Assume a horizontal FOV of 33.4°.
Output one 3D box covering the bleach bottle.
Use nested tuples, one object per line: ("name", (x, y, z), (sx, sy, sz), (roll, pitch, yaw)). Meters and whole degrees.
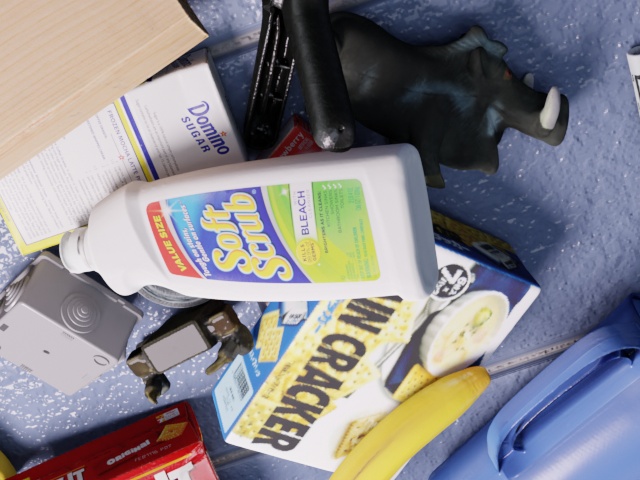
("bleach bottle", (-0.055, 0.001, 0.706), (0.251, 0.068, 0.102), (-8, 97, 18))

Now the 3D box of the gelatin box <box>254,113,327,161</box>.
("gelatin box", (-0.017, -0.036, 0.784), (0.073, 0.030, 0.089), (35, 109, -20))

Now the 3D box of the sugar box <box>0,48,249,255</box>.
("sugar box", (-0.145, -0.062, 0.753), (0.176, 0.048, 0.093), (-19, 116, 1))

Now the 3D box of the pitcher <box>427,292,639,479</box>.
("pitcher", (0.197, 0.160, 0.845), (0.243, 0.145, 0.149), (-43, 91, 19))

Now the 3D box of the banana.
("banana", (0.051, 0.166, 0.813), (0.069, 0.037, 0.198), (4, 128, -50))

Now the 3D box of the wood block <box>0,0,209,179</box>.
("wood block", (-0.184, -0.112, 0.671), (0.206, 0.090, 0.091), (-34, 92, 4))

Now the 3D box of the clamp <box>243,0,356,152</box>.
("clamp", (-0.020, -0.153, 0.685), (0.036, 0.165, 0.210), (-2, 89, -22))

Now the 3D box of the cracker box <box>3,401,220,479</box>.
("cracker box", (-0.145, 0.263, 0.883), (0.164, 0.072, 0.213), (-23, 118, -10))
